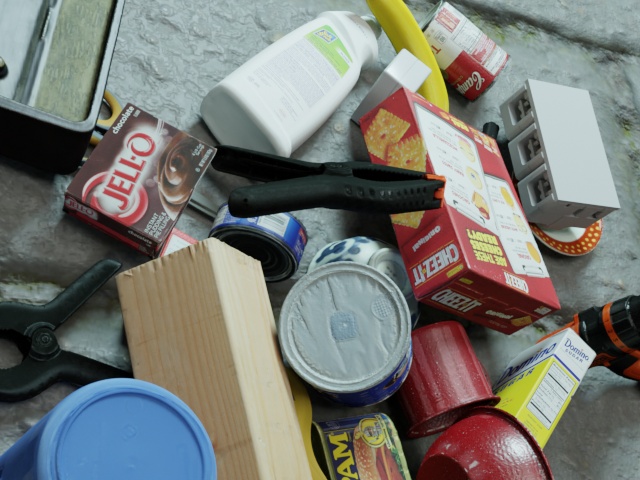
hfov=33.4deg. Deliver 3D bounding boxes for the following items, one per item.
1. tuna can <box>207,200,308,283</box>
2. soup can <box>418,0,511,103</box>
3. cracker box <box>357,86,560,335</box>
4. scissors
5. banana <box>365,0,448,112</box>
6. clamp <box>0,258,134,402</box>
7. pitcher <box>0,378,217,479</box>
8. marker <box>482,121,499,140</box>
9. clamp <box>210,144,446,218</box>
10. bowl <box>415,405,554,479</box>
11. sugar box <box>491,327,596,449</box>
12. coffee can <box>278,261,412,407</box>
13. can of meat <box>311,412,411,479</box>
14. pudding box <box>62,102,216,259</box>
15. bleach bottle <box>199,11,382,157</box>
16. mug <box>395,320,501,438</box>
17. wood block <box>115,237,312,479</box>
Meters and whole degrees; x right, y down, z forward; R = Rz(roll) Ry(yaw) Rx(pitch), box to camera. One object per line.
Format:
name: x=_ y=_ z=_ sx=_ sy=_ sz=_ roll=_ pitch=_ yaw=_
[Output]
tuna can: x=-0.056 y=0.001 z=0.946 sx=0.086 sy=0.086 sz=0.033 roll=29 pitch=55 yaw=-16
soup can: x=0.155 y=-0.213 z=1.202 sx=0.102 sy=0.069 sz=0.068 roll=38 pitch=52 yaw=-8
cracker box: x=0.133 y=-0.026 z=1.044 sx=0.163 sy=0.072 sz=0.214 roll=21 pitch=44 yaw=-45
scissors: x=-0.159 y=-0.082 z=0.972 sx=0.201 sy=0.016 sz=0.096 roll=20 pitch=57 yaw=-22
banana: x=0.098 y=-0.198 z=1.148 sx=0.198 sy=0.037 sz=0.069 roll=64 pitch=23 yaw=-15
clamp: x=-0.211 y=0.090 z=0.834 sx=0.171 sy=0.039 sz=0.120 roll=-20 pitch=73 yaw=-31
pitcher: x=-0.170 y=0.176 z=0.681 sx=0.145 sy=0.243 sz=0.149 roll=48 pitch=50 yaw=1
marker: x=0.180 y=-0.086 z=1.182 sx=0.020 sy=0.020 sz=0.121 roll=29 pitch=54 yaw=-16
clamp: x=0.008 y=-0.045 z=0.917 sx=0.210 sy=0.036 sz=0.164 roll=5 pitch=19 yaw=-6
bowl: x=0.126 y=0.222 z=0.893 sx=0.055 sy=0.162 sz=0.162 roll=0 pitch=66 yaw=-31
sugar box: x=0.185 y=0.164 z=1.005 sx=0.048 sy=0.093 sz=0.176 roll=44 pitch=50 yaw=-5
coffee can: x=0.025 y=0.082 z=0.887 sx=0.103 sy=0.140 sz=0.103 roll=-1 pitch=76 yaw=5
can of meat: x=0.027 y=0.201 z=0.911 sx=0.083 sy=0.058 sz=0.102 roll=-2 pitch=67 yaw=-35
pudding box: x=-0.154 y=-0.052 z=0.916 sx=0.090 sy=0.039 sz=0.113 roll=28 pitch=55 yaw=-3
bleach bottle: x=-0.008 y=-0.164 z=1.080 sx=0.102 sy=0.068 sz=0.250 roll=50 pitch=48 yaw=-3
mug: x=0.116 y=0.126 z=0.988 sx=0.117 sy=0.093 sz=0.081 roll=0 pitch=60 yaw=-43
wood block: x=-0.079 y=0.115 z=0.807 sx=0.090 sy=0.091 sz=0.206 roll=32 pitch=40 yaw=-63
